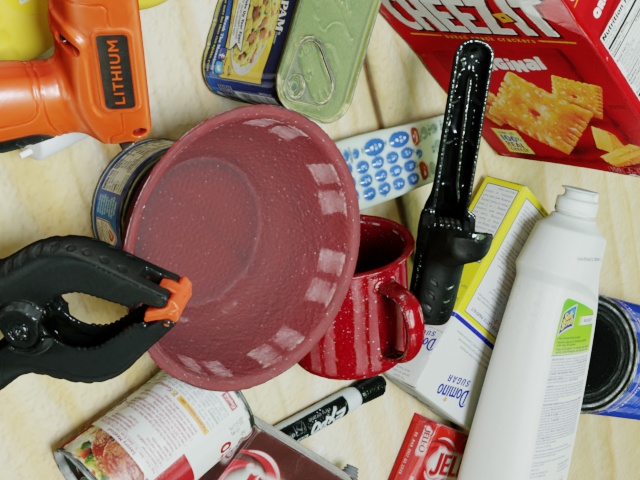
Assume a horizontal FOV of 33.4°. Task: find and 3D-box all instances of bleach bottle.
[{"bbox_3d":[0.171,0.083,0.811,0.102,0.068,0.251,-1,106,-52],"label":"bleach bottle"}]

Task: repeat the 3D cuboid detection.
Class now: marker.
[{"bbox_3d":[0.001,0.124,0.761,0.120,0.020,0.020,-23,116,-34],"label":"marker"}]

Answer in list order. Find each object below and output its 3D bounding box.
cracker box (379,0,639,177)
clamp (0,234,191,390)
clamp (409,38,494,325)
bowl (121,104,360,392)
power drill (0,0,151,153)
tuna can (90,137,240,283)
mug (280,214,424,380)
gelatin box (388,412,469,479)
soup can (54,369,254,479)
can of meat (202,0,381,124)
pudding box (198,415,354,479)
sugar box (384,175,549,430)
[{"bbox_3d":[0.146,-0.130,0.718,0.213,0.164,0.072,41,73,-40],"label":"cracker box"},{"bbox_3d":[-0.148,0.046,0.537,0.039,0.171,0.120,-71,161,-55],"label":"clamp"},{"bbox_3d":[0.084,-0.016,0.703,0.210,0.036,0.164,97,1,-60],"label":"clamp"},{"bbox_3d":[-0.054,0.001,0.605,0.161,0.055,0.162,-13,110,-38],"label":"bowl"},{"bbox_3d":[-0.173,-0.081,0.459,0.187,0.057,0.184,-16,144,-15],"label":"power drill"},{"bbox_3d":[-0.090,-0.016,0.632,0.085,0.034,0.086,-13,110,-38],"label":"tuna can"},{"bbox_3d":[0.025,0.042,0.697,0.093,0.117,0.081,-24,122,-34],"label":"mug"},{"bbox_3d":[0.097,0.186,0.855,0.089,0.030,0.073,28,83,-42],"label":"gelatin box"},{"bbox_3d":[-0.098,0.121,0.641,0.102,0.069,0.068,-38,124,-27],"label":"soup can"},{"bbox_3d":[-0.019,-0.126,0.629,0.057,0.084,0.102,15,92,-43],"label":"can of meat"},{"bbox_3d":[-0.035,0.176,0.710,0.113,0.039,0.090,37,91,-32],"label":"pudding box"},{"bbox_3d":[0.122,0.049,0.828,0.093,0.048,0.176,41,78,-44],"label":"sugar box"}]
